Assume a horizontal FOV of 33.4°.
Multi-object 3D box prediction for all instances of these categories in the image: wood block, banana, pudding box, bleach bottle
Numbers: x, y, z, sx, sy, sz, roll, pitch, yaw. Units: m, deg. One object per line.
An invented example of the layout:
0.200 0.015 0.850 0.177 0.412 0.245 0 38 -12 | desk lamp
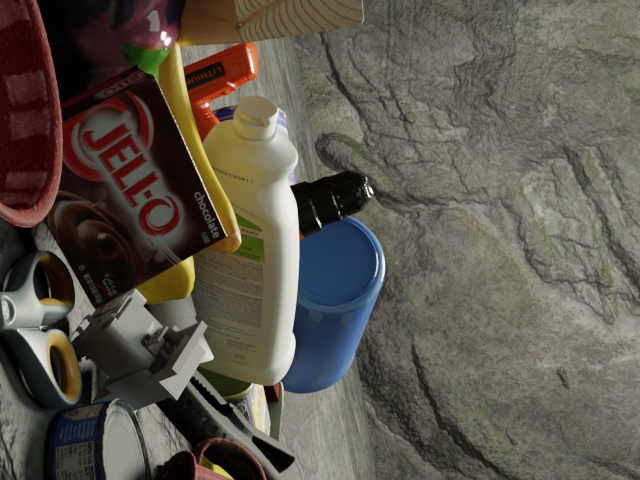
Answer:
-0.061 -0.186 0.748 0.206 0.090 0.090 18 -61 62 | wood block
-0.095 -0.071 0.714 0.070 0.037 0.198 121 -46 -63 | banana
-0.117 -0.030 0.610 0.039 0.090 0.113 43 -21 55 | pudding box
-0.055 0.001 0.835 0.068 0.102 0.251 -68 172 -49 | bleach bottle

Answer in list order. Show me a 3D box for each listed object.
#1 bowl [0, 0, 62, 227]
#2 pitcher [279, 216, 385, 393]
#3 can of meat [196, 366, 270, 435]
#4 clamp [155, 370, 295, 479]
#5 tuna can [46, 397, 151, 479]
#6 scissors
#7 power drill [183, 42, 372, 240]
-0.165 -0.080 0.455 0.162 0.055 0.162 -11 90 -85 | bowl
0.000 0.059 1.129 0.243 0.145 0.149 111 -19 -64 | pitcher
-0.078 0.149 0.950 0.102 0.057 0.084 -87 168 -67 | can of meat
-0.067 0.138 0.763 0.210 0.036 0.165 48 -1 -16 | clamp
-0.123 0.134 0.600 0.086 0.034 0.086 -11 90 -85 | tuna can
-0.153 0.053 0.527 0.201 0.016 0.096 -66 144 -81 | scissors
-0.063 -0.083 0.989 0.057 0.184 0.187 -44 113 -84 | power drill
